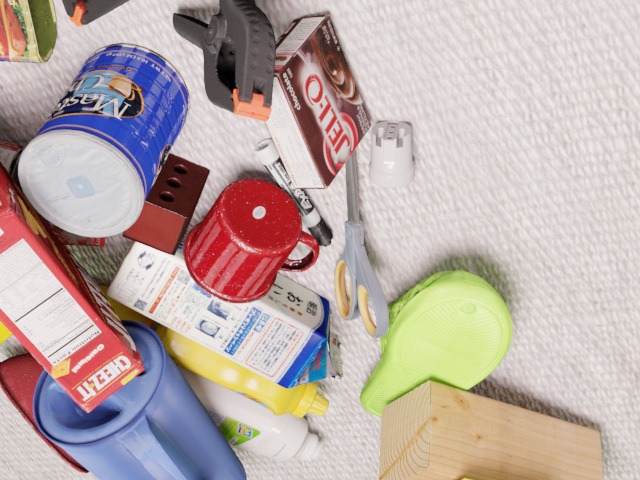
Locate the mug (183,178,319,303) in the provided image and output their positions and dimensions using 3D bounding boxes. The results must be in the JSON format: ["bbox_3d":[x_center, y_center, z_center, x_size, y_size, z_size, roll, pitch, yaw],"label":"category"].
[{"bbox_3d":[-0.056,0.001,0.964,0.117,0.093,0.082,18,143,-17],"label":"mug"}]

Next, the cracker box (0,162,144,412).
[{"bbox_3d":[-0.250,0.022,0.915,0.072,0.164,0.213,-36,130,-6],"label":"cracker box"}]

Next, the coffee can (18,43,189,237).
[{"bbox_3d":[-0.177,-0.085,0.894,0.103,0.140,0.103,7,131,8],"label":"coffee can"}]

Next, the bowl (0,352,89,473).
[{"bbox_3d":[-0.286,0.175,1.164,0.055,0.162,0.162,-41,118,-7],"label":"bowl"}]

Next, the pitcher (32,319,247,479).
[{"bbox_3d":[-0.158,0.203,1.038,0.145,0.149,0.242,-7,139,21],"label":"pitcher"}]

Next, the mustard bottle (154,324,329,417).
[{"bbox_3d":[-0.078,0.131,1.089,0.191,0.058,0.096,28,175,-11],"label":"mustard bottle"}]

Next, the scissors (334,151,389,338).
[{"bbox_3d":[0.039,0.008,0.966,0.016,0.096,0.202,-17,137,-23],"label":"scissors"}]

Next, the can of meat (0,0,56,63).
[{"bbox_3d":[-0.270,-0.196,0.881,0.084,0.057,0.102,4,131,7],"label":"can of meat"}]

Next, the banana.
[{"bbox_3d":[-0.267,0.075,1.115,0.198,0.037,0.069,-11,109,18],"label":"banana"}]

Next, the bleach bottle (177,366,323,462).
[{"bbox_3d":[-0.116,0.183,1.158,0.250,0.068,0.103,27,141,-14],"label":"bleach bottle"}]

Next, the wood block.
[{"bbox_3d":[0.170,0.218,1.057,0.205,0.090,0.091,19,147,-22],"label":"wood block"}]

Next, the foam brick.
[{"bbox_3d":[-0.140,-0.035,0.970,0.053,0.078,0.051,21,129,-6],"label":"foam brick"}]

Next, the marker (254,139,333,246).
[{"bbox_3d":[-0.022,-0.041,0.974,0.020,0.020,0.121,-18,123,26],"label":"marker"}]

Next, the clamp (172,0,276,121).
[{"bbox_3d":[-0.064,-0.164,0.801,0.039,0.171,0.120,1,133,-30],"label":"clamp"}]

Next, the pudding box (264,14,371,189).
[{"bbox_3d":[-0.007,-0.111,0.862,0.039,0.090,0.113,-2,129,34],"label":"pudding box"}]
